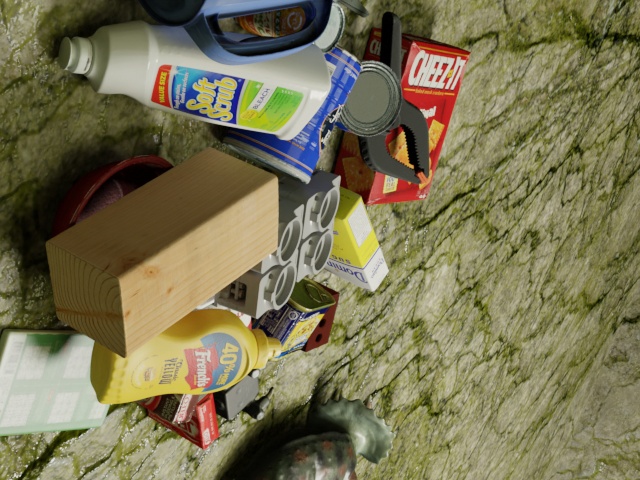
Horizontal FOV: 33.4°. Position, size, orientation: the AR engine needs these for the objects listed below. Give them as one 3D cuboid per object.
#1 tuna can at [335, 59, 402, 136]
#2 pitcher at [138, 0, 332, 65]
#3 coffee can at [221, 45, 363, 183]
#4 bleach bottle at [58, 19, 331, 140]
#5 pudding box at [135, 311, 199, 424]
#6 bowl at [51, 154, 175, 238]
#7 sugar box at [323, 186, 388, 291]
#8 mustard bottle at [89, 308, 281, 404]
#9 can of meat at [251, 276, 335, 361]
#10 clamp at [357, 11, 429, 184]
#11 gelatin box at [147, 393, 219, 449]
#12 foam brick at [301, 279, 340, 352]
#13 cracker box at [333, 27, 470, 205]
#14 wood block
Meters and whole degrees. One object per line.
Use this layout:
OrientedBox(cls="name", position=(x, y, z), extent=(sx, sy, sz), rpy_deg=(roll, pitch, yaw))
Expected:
OrientedBox(cls="tuna can", position=(0.048, -0.163, 1.219), extent=(0.086, 0.034, 0.086), rpy_deg=(-6, 105, -25))
OrientedBox(cls="pitcher", position=(-0.041, -0.256, 0.952), extent=(0.242, 0.145, 0.149), rpy_deg=(-15, 132, -40))
OrientedBox(cls="coffee can", position=(-0.030, -0.145, 1.142), extent=(0.102, 0.103, 0.140), rpy_deg=(28, 87, -61))
OrientedBox(cls="bleach bottle", position=(-0.118, -0.150, 0.980), extent=(0.250, 0.068, 0.103), rpy_deg=(2, 148, -34))
OrientedBox(cls="pudding box", position=(-0.163, 0.126, 1.142), extent=(0.039, 0.090, 0.113), rpy_deg=(14, 99, -63))
OrientedBox(cls="bowl", position=(-0.201, -0.013, 1.010), extent=(0.161, 0.055, 0.162), rpy_deg=(-38, 141, -40))
OrientedBox(cls="sugar box", position=(0.023, -0.008, 1.342), extent=(0.048, 0.093, 0.176), rpy_deg=(-52, 148, -21))
OrientedBox(cls="mustard bottle", position=(-0.127, 0.112, 1.063), extent=(0.191, 0.058, 0.096), rpy_deg=(-1, 125, -30))
OrientedBox(cls="can of meat", position=(-0.039, 0.096, 1.316), extent=(0.084, 0.057, 0.102), rpy_deg=(-58, 162, 17))
OrientedBox(cls="clamp", position=(0.078, -0.156, 1.277), extent=(0.164, 0.036, 0.209), rpy_deg=(-47, 121, -7))
OrientedBox(cls="gelatin box", position=(-0.158, 0.185, 1.195), extent=(0.030, 0.089, 0.073), rpy_deg=(-40, 142, -37))
OrientedBox(cls="foam brick", position=(-0.017, 0.098, 1.400), extent=(0.052, 0.051, 0.078), rpy_deg=(-17, 126, -53))
OrientedBox(cls="cracker box", position=(0.106, -0.157, 1.388), extent=(0.163, 0.072, 0.214), rpy_deg=(-7, 117, -56))
OrientedBox(cls="wood block", position=(-0.137, 0.005, 0.976), extent=(0.205, 0.091, 0.090), rpy_deg=(-37, 141, -41))
